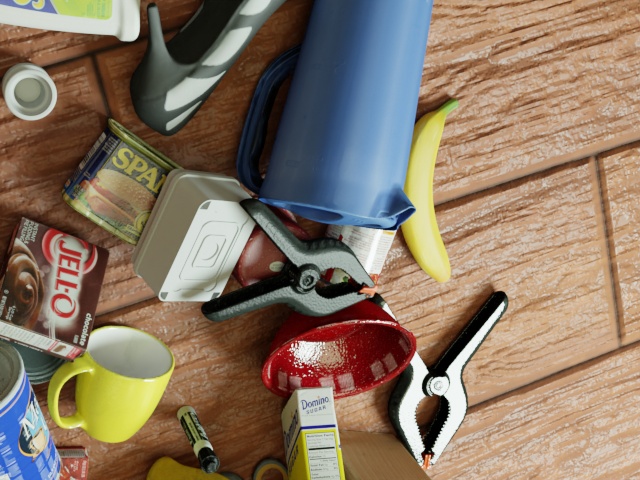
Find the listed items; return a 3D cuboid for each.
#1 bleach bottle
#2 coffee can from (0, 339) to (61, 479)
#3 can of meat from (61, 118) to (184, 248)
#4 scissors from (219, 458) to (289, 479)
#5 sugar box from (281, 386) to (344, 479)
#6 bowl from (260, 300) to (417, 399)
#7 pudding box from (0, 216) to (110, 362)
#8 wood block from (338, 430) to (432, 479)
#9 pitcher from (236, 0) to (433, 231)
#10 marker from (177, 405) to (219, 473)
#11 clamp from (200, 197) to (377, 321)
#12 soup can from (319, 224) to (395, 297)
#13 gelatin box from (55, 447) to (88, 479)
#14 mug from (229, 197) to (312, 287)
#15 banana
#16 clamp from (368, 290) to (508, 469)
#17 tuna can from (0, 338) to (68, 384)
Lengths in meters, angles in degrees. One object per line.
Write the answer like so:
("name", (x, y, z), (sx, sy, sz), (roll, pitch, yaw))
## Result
("bleach bottle", (-0.282, -0.227, 0.911), (0.250, 0.068, 0.102), (-1, 106, -16))
("coffee can", (-0.305, 0.173, 0.976), (0.102, 0.103, 0.140), (-18, 131, -13))
("can of meat", (-0.180, -0.050, 1.002), (0.102, 0.057, 0.084), (36, 94, -25))
("scissors", (-0.045, 0.319, 1.180), (0.096, 0.016, 0.201), (-38, 114, -5))
("sugar box", (-0.005, 0.246, 1.080), (0.048, 0.093, 0.176), (-4, 64, -15))
("bowl", (0.014, 0.103, 1.091), (0.162, 0.055, 0.162), (-9, 145, -7))
("pudding box", (-0.250, 0.045, 0.982), (0.090, 0.039, 0.113), (22, 55, -23))
("wood block", (0.066, 0.282, 1.102), (0.090, 0.206, 0.090), (7, 103, -21))
("pitcher", (0.021, -0.136, 0.997), (0.149, 0.145, 0.243), (13, 87, -16))
("marker", (-0.121, 0.197, 1.059), (0.020, 0.121, 0.020), (-5, 107, -18))
("clamp", (-0.028, 0.038, 0.996), (0.171, 0.039, 0.120), (22, 108, -31))
("soup can", (0.039, -0.002, 1.085), (0.068, 0.069, 0.102), (16, 99, -23))
("gelatin box", (-0.275, 0.254, 1.073), (0.073, 0.030, 0.089), (4, 104, -20))
("mug", (-0.057, 0.001, 1.045), (0.093, 0.082, 0.117), (-28, 113, -10))
("banana", (0.111, -0.047, 1.113), (0.069, 0.037, 0.198), (-3, 107, -18))
("clamp", (0.113, 0.148, 1.172), (0.164, 0.036, 0.210), (8, 101, -20))
("tuna can", (-0.276, 0.092, 1.022), (0.086, 0.034, 0.086), (-5, 107, -18))
